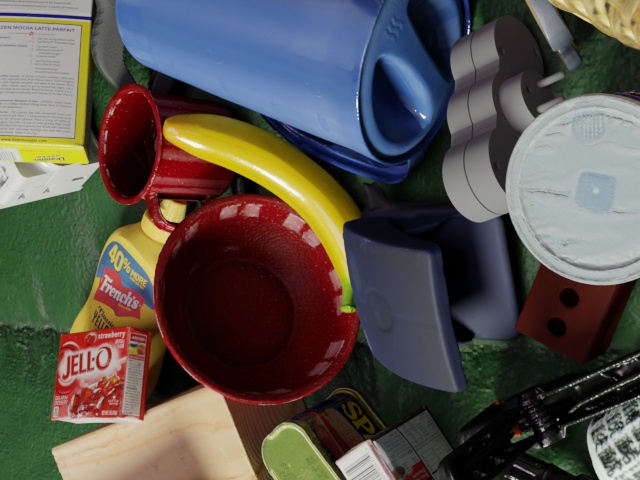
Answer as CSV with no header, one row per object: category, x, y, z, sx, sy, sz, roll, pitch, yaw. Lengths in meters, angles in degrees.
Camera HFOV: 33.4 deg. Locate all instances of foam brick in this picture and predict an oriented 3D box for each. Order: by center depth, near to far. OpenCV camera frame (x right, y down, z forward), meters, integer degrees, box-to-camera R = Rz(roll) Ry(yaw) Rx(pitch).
foam brick,0.171,0.033,0.698,0.053,0.051,0.078,28,113,27

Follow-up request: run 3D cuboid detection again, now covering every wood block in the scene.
wood block,-0.114,0.175,0.891,0.206,0.090,0.090,-25,86,34

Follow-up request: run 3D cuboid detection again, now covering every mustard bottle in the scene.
mustard bottle,-0.155,0.044,0.912,0.096,0.058,0.192,43,119,33

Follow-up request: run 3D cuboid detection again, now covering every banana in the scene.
banana,-0.026,-0.037,0.793,0.198,0.069,0.037,43,143,-4

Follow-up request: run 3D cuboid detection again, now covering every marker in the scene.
marker,-0.056,0.001,0.862,0.020,0.020,0.121,-7,95,34

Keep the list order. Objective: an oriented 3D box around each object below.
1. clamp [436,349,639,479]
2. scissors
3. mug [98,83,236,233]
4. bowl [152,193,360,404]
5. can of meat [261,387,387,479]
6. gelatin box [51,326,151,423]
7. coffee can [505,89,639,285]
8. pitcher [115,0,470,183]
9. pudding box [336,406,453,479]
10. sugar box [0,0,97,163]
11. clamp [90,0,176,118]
clamp,0.145,0.106,0.666,0.164,0.210,0.036,-27,82,1
scissors,0.127,-0.188,0.698,0.016,0.096,0.202,-28,52,16
mug,-0.115,-0.061,0.837,0.093,0.081,0.117,-27,69,46
bowl,-0.052,0.049,0.810,0.162,0.161,0.055,63,154,8
can of meat,0.014,0.171,0.809,0.102,0.083,0.058,51,121,15
gelatin box,-0.179,0.110,0.867,0.089,0.030,0.073,-9,71,39
coffee can,0.183,-0.037,0.624,0.103,0.140,0.103,7,103,32
pitcher,-0.025,-0.140,0.761,0.243,0.144,0.149,22,98,32
pudding box,0.075,0.185,0.768,0.039,0.089,0.113,-40,76,30
sugar box,-0.233,-0.153,0.877,0.093,0.048,0.176,2,72,-5
clamp,-0.137,-0.187,0.854,0.120,0.039,0.171,-12,114,-4
